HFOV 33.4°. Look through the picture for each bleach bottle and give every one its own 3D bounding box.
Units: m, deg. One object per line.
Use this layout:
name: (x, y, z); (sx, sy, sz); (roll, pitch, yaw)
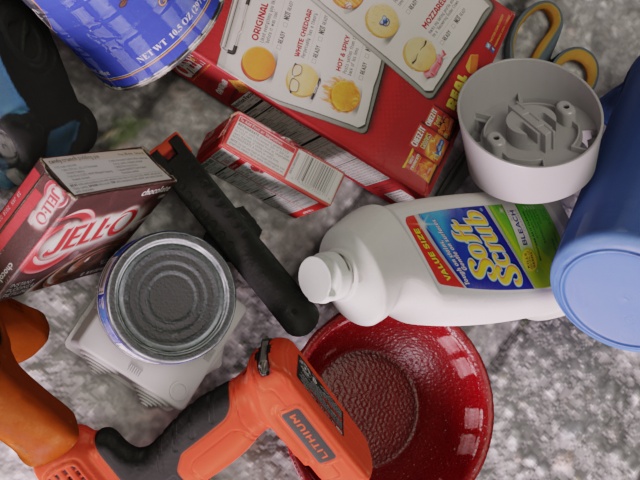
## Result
bleach bottle: (0.086, 0.020, 0.734); (0.250, 0.068, 0.102); (-8, 77, -45)

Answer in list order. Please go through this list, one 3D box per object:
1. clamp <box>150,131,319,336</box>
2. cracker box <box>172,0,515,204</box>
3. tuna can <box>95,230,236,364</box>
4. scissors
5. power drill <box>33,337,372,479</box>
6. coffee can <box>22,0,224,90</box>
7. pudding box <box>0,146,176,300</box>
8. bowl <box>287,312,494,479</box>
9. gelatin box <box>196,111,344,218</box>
clamp: (-0.055, 0.001, 0.714); (0.039, 0.120, 0.171); (-41, 95, -10)
cracker box: (0.013, -0.147, 0.773); (0.213, 0.072, 0.164); (30, 75, -14)
tuna can: (-0.098, 0.037, 0.681); (0.086, 0.034, 0.086); (2, 85, -20)
scissors: (0.162, -0.096, 0.852); (0.096, 0.016, 0.201); (26, 77, -16)
power drill: (-0.063, 0.163, 0.686); (0.188, 0.057, 0.184); (-33, 107, 9)
coffee can: (-0.139, -0.175, 0.646); (0.102, 0.103, 0.140); (-56, 130, -16)
pudding box: (-0.153, -0.013, 0.663); (0.039, 0.113, 0.090); (47, 114, 8)
bowl: (0.042, 0.123, 0.767); (0.162, 0.055, 0.162); (2, 84, -20)
gelatin box: (-0.037, -0.052, 0.744); (0.089, 0.073, 0.030); (29, 75, -15)
